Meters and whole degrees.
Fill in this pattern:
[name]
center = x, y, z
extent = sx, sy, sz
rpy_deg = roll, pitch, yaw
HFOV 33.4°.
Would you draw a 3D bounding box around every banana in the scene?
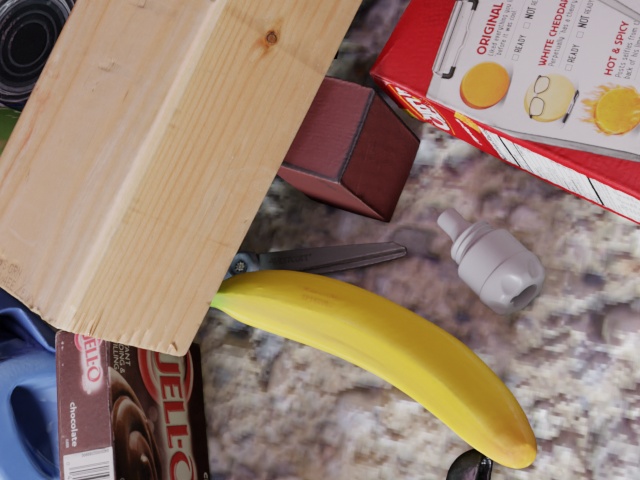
[banana]
center = 0.024, 0.056, 0.534
extent = 0.198, 0.069, 0.037
rpy_deg = 21, 129, 24

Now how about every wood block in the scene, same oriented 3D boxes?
[wood block]
center = -0.074, -0.060, 0.510
extent = 0.090, 0.090, 0.206
rpy_deg = 29, 93, 35

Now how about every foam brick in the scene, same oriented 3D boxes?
[foam brick]
center = 0.011, -0.048, 0.560
extent = 0.053, 0.078, 0.051
rpy_deg = 19, 83, 25

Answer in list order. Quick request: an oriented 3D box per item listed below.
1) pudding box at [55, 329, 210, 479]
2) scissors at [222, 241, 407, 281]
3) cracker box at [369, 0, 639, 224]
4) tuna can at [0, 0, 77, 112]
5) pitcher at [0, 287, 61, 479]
[pudding box]
center = -0.096, 0.104, 0.560
extent = 0.039, 0.090, 0.113
rpy_deg = -12, 72, 24
[scissors]
center = -0.054, 0.001, 0.611
extent = 0.202, 0.016, 0.096
rpy_deg = -22, 68, 18
[cracker box]
center = 0.158, -0.098, 0.510
extent = 0.214, 0.072, 0.164
rpy_deg = 30, 87, 29
[tuna can]
center = -0.181, -0.123, 0.693
extent = 0.086, 0.033, 0.086
rpy_deg = -7, 73, 23
[pitcher]
center = -0.247, 0.067, 0.627
extent = 0.243, 0.145, 0.149
rpy_deg = 36, 80, 32
